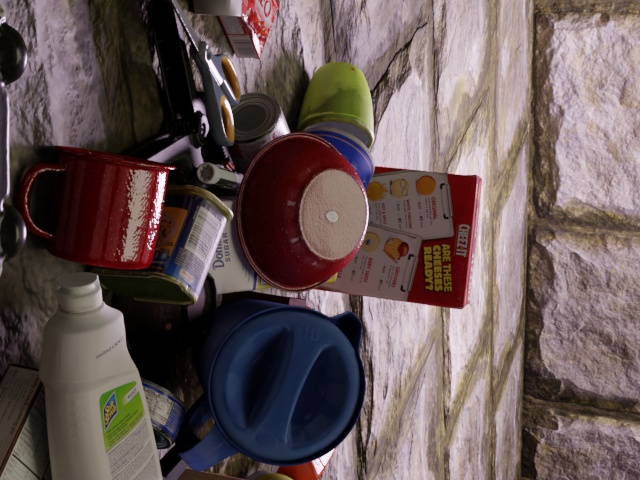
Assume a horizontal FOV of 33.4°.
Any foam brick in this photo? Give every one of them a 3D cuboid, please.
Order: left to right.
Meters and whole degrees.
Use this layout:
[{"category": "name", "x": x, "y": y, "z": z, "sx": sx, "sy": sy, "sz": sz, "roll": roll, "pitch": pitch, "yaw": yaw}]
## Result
[{"category": "foam brick", "x": -0.062, "y": 0.082, "z": 1.150, "sx": 0.051, "sy": 0.078, "sz": 0.053, "roll": 19, "pitch": 79, "yaw": -72}]

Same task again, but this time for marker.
[{"category": "marker", "x": -0.088, "y": -0.059, "z": 1.019, "sx": 0.121, "sy": 0.020, "sz": 0.020, "roll": 10, "pitch": 87, "yaw": -75}]

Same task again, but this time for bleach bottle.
[{"category": "bleach bottle", "x": -0.162, "y": 0.142, "z": 0.797, "sx": 0.102, "sy": 0.068, "sz": 0.251, "roll": -50, "pitch": 141, "yaw": -64}]

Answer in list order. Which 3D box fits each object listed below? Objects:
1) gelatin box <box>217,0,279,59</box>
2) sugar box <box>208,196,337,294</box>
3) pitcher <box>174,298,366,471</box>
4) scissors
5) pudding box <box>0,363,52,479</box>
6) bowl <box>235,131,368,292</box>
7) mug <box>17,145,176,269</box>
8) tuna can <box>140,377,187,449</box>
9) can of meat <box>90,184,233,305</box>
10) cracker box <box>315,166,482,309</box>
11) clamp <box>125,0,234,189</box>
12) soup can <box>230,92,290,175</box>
[{"category": "gelatin box", "x": -0.074, "y": -0.239, "z": 1.077, "sx": 0.089, "sy": 0.030, "sz": 0.073, "roll": 66, "pitch": 36, "yaw": -56}, {"category": "sugar box", "x": -0.057, "y": 0.001, "z": 1.079, "sx": 0.175, "sy": 0.048, "sz": 0.093, "roll": -2, "pitch": 100, "yaw": -39}, {"category": "pitcher", "x": -0.061, "y": 0.123, "z": 0.983, "sx": 0.243, "sy": 0.149, "sz": 0.145, "roll": -174, "pitch": -92, "yaw": -77}, {"category": "scissors", "x": -0.103, "y": -0.144, "z": 0.941, "sx": 0.201, "sy": 0.016, "sz": 0.096, "roll": 37, "pitch": 50, "yaw": -76}, {"category": "pudding box", "x": -0.221, "y": 0.161, "z": 0.786, "sx": 0.090, "sy": 0.039, "sz": 0.113, "roll": 71, "pitch": 30, "yaw": -52}, {"category": "bowl", "x": -0.004, "y": -0.027, "z": 1.052, "sx": 0.161, "sy": 0.055, "sz": 0.162, "roll": -4, "pitch": 96, "yaw": -41}, {"category": "mug", "x": -0.172, "y": -0.026, "z": 0.806, "sx": 0.117, "sy": 0.093, "sz": 0.081, "roll": 6, "pitch": 96, "yaw": -40}, {"category": "tuna can", "x": -0.157, "y": 0.142, "z": 0.890, "sx": 0.086, "sy": 0.086, "sz": 0.033, "roll": 66, "pitch": 37, "yaw": -55}, {"category": "can of meat", "x": -0.133, "y": 0.004, "z": 0.884, "sx": 0.057, "sy": 0.102, "sz": 0.084, "roll": 45, "pitch": 55, "yaw": -47}, {"category": "cracker box", "x": 0.086, "y": -0.009, "z": 1.331, "sx": 0.072, "sy": 0.214, "sz": 0.164, "roll": -8, "pitch": 104, "yaw": -74}, {"category": "clamp", "x": -0.123, "y": -0.113, "z": 0.971, "sx": 0.209, "sy": 0.036, "sz": 0.164, "roll": 37, "pitch": 60, "yaw": -71}, {"category": "soup can", "x": -0.062, "y": -0.095, "z": 1.106, "sx": 0.102, "sy": 0.069, "sz": 0.068, "roll": 70, "pitch": 33, "yaw": -52}]
